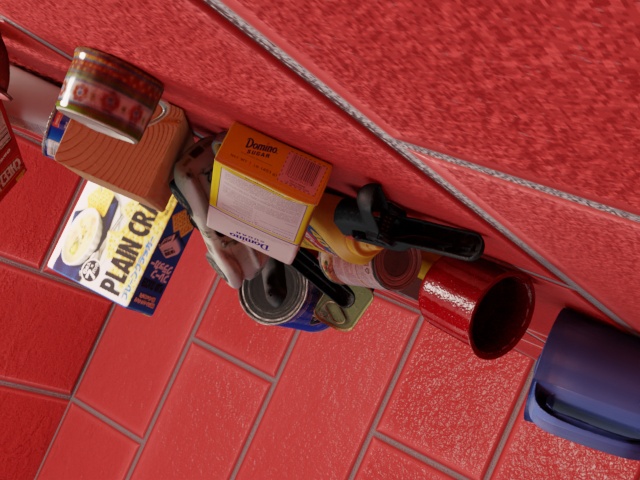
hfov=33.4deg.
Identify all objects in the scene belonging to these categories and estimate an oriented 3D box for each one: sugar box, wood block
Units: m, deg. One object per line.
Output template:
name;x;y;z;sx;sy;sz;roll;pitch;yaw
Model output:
sugar box;-0.049;-0.038;0.950;0.093;0.048;0.176;25;163;-1
wood block;-0.185;-0.090;1.045;0.091;0.090;0.206;24;176;-2

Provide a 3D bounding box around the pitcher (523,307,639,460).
pitcher;0.345;0.177;1.137;0.243;0.149;0.145;19;164;21

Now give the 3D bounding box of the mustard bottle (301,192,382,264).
mustard bottle;0.010;-0.016;1.099;0.096;0.058;0.192;41;168;-30

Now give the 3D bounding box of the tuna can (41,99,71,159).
tuna can;-0.250;-0.119;1.086;0.033;0.086;0.086;23;177;-2

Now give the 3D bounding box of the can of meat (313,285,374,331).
can of meat;0.041;0.054;1.377;0.057;0.083;0.102;27;137;-3

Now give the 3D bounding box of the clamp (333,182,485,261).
clamp;0.053;-0.018;0.935;0.120;0.039;0.172;33;165;-26

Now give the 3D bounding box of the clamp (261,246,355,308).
clamp;-0.058;0.002;1.251;0.210;0.036;0.164;52;-158;17

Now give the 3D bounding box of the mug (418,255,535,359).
mug;0.161;0.057;1.066;0.117;0.093;0.082;-18;-150;-33

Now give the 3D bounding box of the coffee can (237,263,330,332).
coffee can;-0.035;0.069;1.445;0.103;0.103;0.140;23;-179;25

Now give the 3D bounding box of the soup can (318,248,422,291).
soup can;0.054;0.018;1.168;0.068;0.068;0.102;26;168;-32

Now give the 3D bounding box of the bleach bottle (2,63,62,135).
bleach bottle;-0.281;-0.137;1.237;0.251;0.068;0.102;22;175;3
